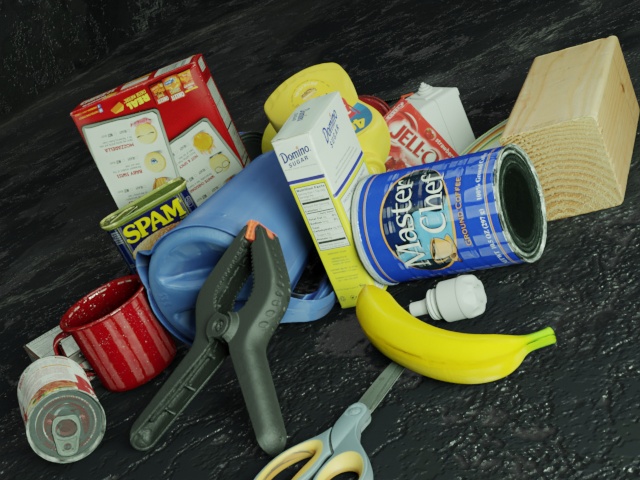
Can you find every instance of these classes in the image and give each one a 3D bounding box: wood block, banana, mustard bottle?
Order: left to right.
[{"bbox_3d":[0.017,-0.105,1.085,0.096,0.058,0.192,-30,44,-3],"label":"mustard bottle"},{"bbox_3d":[0.083,0.074,0.820,0.069,0.037,0.198,-24,25,-36],"label":"banana"},{"bbox_3d":[0.242,-0.110,1.017,0.090,0.091,0.205,-13,23,27],"label":"wood block"}]

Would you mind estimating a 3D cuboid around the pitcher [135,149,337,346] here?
[{"bbox_3d":[-0.057,0.001,1.063,0.145,0.149,0.242,-31,12,29],"label":"pitcher"}]

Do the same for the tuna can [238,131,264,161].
[{"bbox_3d":[-0.093,-0.098,1.376,0.086,0.086,0.034,-35,21,-24],"label":"tuna can"}]

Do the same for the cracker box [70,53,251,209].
[{"bbox_3d":[-0.174,-0.094,1.277,0.164,0.213,0.072,-21,19,10],"label":"cracker box"}]

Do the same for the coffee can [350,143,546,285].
[{"bbox_3d":[0.112,-0.021,0.933,0.141,0.103,0.102,-11,25,33],"label":"coffee can"}]

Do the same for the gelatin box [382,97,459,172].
[{"bbox_3d":[0.092,-0.095,1.129,0.073,0.089,0.030,-44,20,4],"label":"gelatin box"}]

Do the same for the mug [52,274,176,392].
[{"bbox_3d":[-0.202,0.096,1.033,0.117,0.081,0.093,-24,20,9],"label":"mug"}]

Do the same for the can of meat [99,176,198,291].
[{"bbox_3d":[-0.170,-0.006,1.141,0.102,0.084,0.057,-31,17,-10],"label":"can of meat"}]

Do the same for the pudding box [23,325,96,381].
[{"bbox_3d":[-0.251,0.112,1.117,0.090,0.039,0.114,-34,20,-21],"label":"pudding box"}]

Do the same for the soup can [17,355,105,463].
[{"bbox_3d":[-0.237,0.150,0.966,0.068,0.068,0.102,-30,20,-13],"label":"soup can"}]

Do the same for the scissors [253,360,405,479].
[{"bbox_3d":[0.034,0.136,0.768,0.201,0.016,0.096,-34,27,-32],"label":"scissors"}]

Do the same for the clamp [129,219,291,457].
[{"bbox_3d":[-0.081,0.083,0.885,0.165,0.036,0.210,-13,55,35],"label":"clamp"}]

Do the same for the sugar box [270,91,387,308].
[{"bbox_3d":[0.018,-0.036,0.972,0.048,0.176,0.093,-14,24,27],"label":"sugar box"}]
